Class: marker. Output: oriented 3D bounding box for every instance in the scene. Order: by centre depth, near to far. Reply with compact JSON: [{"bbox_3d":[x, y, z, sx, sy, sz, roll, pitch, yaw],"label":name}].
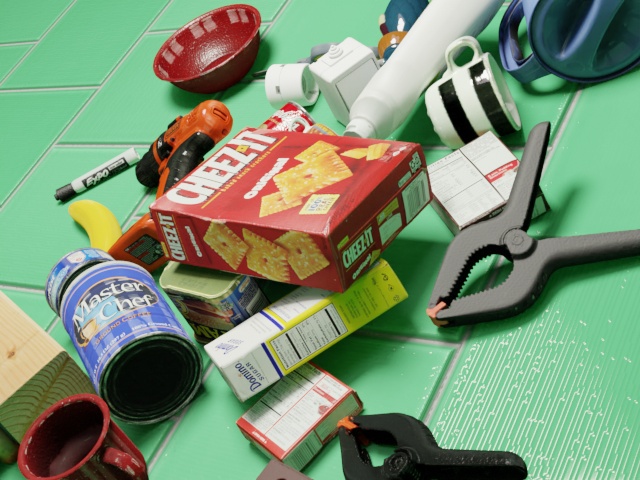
[{"bbox_3d":[-0.289,-0.083,1.372,0.121,0.020,0.020,-28,38,3],"label":"marker"}]

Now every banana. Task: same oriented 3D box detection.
[{"bbox_3d":[-0.264,0.001,1.250,0.069,0.037,0.198,-25,38,5],"label":"banana"}]

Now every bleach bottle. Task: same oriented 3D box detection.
[{"bbox_3d":[0.105,-0.191,1.136,0.068,0.103,0.250,36,62,4],"label":"bleach bottle"}]

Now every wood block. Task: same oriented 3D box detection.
[{"bbox_3d":[-0.319,0.129,1.103,0.090,0.090,0.206,-43,39,-17],"label":"wood block"}]

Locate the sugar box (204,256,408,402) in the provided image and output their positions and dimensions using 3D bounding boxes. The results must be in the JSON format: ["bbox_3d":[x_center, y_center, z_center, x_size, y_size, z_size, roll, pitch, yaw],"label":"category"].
[{"bbox_3d":[-0.015,0.075,0.967,0.176,0.048,0.093,-34,13,-8],"label":"sugar box"}]

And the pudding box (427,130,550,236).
[{"bbox_3d":[0.154,-0.049,1.031,0.090,0.039,0.113,-30,36,1],"label":"pudding box"}]

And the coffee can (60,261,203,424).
[{"bbox_3d":[-0.186,0.097,1.040,0.102,0.102,0.140,-36,39,-6],"label":"coffee can"}]

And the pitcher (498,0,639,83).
[{"bbox_3d":[0.265,-0.278,1.149,0.149,0.145,0.243,-2,38,2],"label":"pitcher"}]

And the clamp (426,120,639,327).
[{"bbox_3d":[0.174,-0.003,0.944,0.210,0.036,0.165,-34,58,2],"label":"clamp"}]

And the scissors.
[{"bbox_3d":[-0.022,-0.221,1.310,0.202,0.096,0.016,-3,87,28],"label":"scissors"}]

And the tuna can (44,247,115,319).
[{"bbox_3d":[-0.249,0.053,1.144,0.086,0.086,0.034,-41,41,-13],"label":"tuna can"}]

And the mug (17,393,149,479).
[{"bbox_3d":[-0.200,0.199,0.954,0.117,0.081,0.093,1,48,34],"label":"mug"}]

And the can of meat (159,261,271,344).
[{"bbox_3d":[-0.098,0.058,1.040,0.102,0.084,0.057,10,53,39],"label":"can of meat"}]

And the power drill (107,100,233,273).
[{"bbox_3d":[-0.180,-0.055,1.212,0.185,0.057,0.187,-33,35,48],"label":"power drill"}]

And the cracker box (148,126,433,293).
[{"bbox_3d":[-0.028,-0.037,1.001,0.214,0.072,0.164,10,39,35],"label":"cracker box"}]

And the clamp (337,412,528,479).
[{"bbox_3d":[0.078,0.177,0.831,0.120,0.039,0.172,-36,38,-9],"label":"clamp"}]

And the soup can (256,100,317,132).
[{"bbox_3d":[-0.052,-0.099,1.196,0.102,0.068,0.069,-41,39,-11],"label":"soup can"}]

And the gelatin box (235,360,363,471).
[{"bbox_3d":[-0.018,0.152,0.929,0.089,0.030,0.073,-42,39,-18],"label":"gelatin box"}]

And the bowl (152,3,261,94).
[{"bbox_3d":[-0.141,-0.245,1.425,0.162,0.055,0.162,-18,40,16],"label":"bowl"}]
